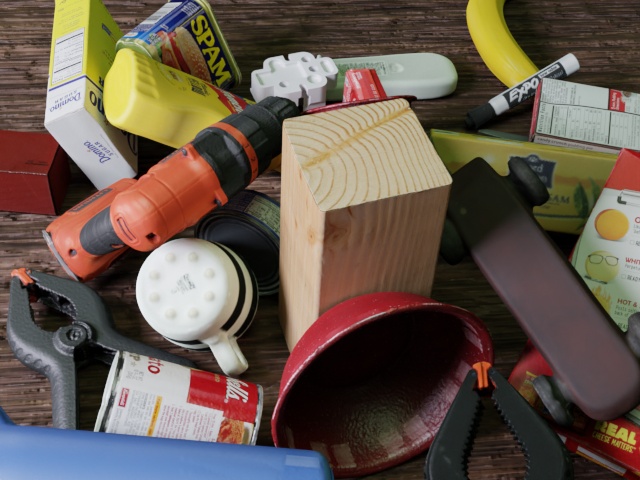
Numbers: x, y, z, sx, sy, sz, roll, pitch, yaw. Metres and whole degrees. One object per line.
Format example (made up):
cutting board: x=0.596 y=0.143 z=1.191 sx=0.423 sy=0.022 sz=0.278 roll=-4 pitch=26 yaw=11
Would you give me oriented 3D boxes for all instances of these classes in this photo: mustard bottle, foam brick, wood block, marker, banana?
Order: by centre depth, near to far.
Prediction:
wood block: x=0.024 y=0.012 z=0.759 sx=0.090 sy=0.206 sz=0.090 roll=-12 pitch=49 yaw=-13
foam brick: x=-0.260 y=-0.059 z=0.914 sx=0.078 sy=0.051 sz=0.053 roll=6 pitch=48 yaw=2
mustard bottle: x=-0.088 y=-0.101 z=0.921 sx=0.191 sy=0.058 sz=0.096 roll=19 pitch=22 yaw=-28
marker: x=0.190 y=-0.141 z=1.013 sx=0.121 sy=0.020 sz=0.020 roll=-30 pitch=53 yaw=-3
banana: x=0.187 y=-0.211 z=1.089 sx=0.069 sy=0.037 sz=0.198 roll=1 pitch=47 yaw=-3

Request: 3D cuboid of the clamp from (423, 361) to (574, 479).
clamp: x=0.125 y=0.180 z=0.667 sx=0.165 sy=0.036 sz=0.210 roll=-3 pitch=66 yaw=13

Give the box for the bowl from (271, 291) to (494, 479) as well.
bowl: x=0.035 y=0.088 z=0.725 sx=0.162 sy=0.162 sz=0.055 roll=-14 pitch=43 yaw=-16

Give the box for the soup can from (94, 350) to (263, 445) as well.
soup can: x=-0.098 y=0.120 z=0.729 sx=0.102 sy=0.069 sz=0.068 roll=16 pitch=46 yaw=-12

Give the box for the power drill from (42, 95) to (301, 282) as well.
power drill: x=-0.117 y=-0.039 z=0.819 sx=0.184 sy=0.188 sz=0.057 roll=-39 pitch=100 yaw=-39

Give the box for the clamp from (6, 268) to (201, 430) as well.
clamp: x=-0.171 y=0.080 z=0.801 sx=0.120 sy=0.039 sz=0.171 roll=-20 pitch=58 yaw=-29

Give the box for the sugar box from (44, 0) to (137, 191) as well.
sugar box: x=-0.202 y=-0.139 z=0.959 sx=0.048 sy=0.093 sz=0.176 roll=-22 pitch=47 yaw=10

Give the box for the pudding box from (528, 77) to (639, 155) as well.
pudding box: x=0.247 y=-0.100 z=0.967 sx=0.113 sy=0.039 sz=0.090 roll=10 pitch=46 yaw=9

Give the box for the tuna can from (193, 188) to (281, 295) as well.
tuna can: x=-0.056 y=0.001 z=0.847 sx=0.086 sy=0.086 sz=0.033 roll=21 pitch=48 yaw=15

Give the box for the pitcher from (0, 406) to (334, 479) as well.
pitcher: x=-0.116 y=0.191 z=0.653 sx=0.242 sy=0.149 sz=0.145 roll=3 pitch=32 yaw=-5

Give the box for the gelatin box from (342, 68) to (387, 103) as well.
gelatin box: x=0.040 y=-0.095 z=0.938 sx=0.030 sy=0.089 sz=0.073 roll=-8 pitch=48 yaw=-11

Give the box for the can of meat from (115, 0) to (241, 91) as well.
can of meat: x=-0.132 y=-0.163 z=0.984 sx=0.058 sy=0.102 sz=0.083 roll=9 pitch=44 yaw=42
